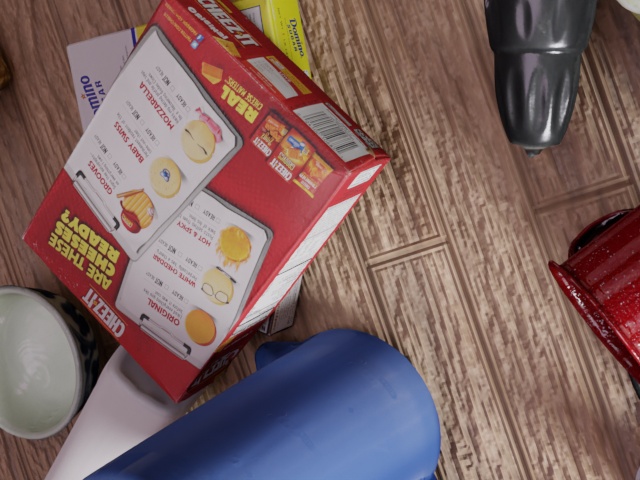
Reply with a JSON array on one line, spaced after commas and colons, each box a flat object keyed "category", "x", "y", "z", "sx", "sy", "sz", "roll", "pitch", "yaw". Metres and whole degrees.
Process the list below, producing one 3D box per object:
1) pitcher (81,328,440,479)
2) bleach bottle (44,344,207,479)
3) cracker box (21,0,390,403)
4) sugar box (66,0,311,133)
[{"category": "pitcher", "x": -0.029, "y": 0.155, "z": 0.651, "sx": 0.149, "sy": 0.242, "sz": 0.145, "roll": -4, "pitch": 100, "yaw": 35}, {"category": "bleach bottle", "x": -0.173, "y": 0.172, "z": 0.825, "sx": 0.068, "sy": 0.102, "sz": 0.251, "roll": 37, "pitch": 121, "yaw": 1}, {"category": "cracker box", "x": -0.079, "y": -0.028, "z": 0.696, "sx": 0.164, "sy": 0.072, "sz": 0.214, "roll": 45, "pitch": 120, "yaw": 13}, {"category": "sugar box", "x": -0.093, "y": -0.110, "z": 0.752, "sx": 0.176, "sy": 0.048, "sz": 0.093, "roll": -6, "pitch": 97, "yaw": 32}]
